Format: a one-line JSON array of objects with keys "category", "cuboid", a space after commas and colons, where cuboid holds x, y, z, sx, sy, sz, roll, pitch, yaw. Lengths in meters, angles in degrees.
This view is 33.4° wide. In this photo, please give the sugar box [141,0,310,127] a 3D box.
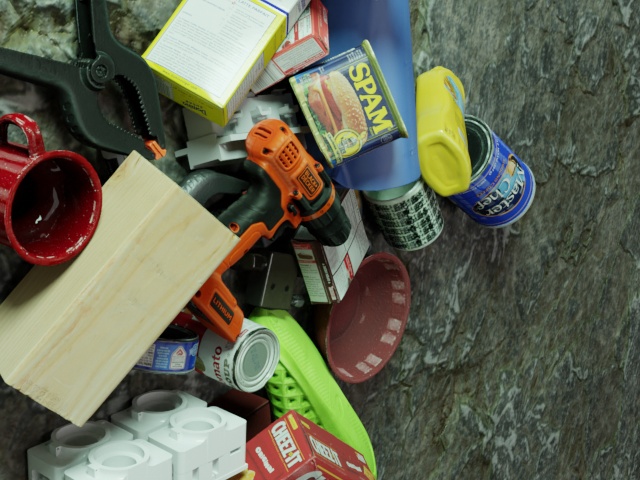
[{"category": "sugar box", "cuboid": [-0.082, -0.200, 0.981, 0.176, 0.093, 0.048, -57, 171, -21]}]

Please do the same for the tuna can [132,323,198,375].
[{"category": "tuna can", "cuboid": [-0.158, 0.099, 1.007, 0.085, 0.086, 0.034, 4, 98, -52]}]

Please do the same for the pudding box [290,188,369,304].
[{"category": "pudding box", "cuboid": [0.013, 0.002, 1.175, 0.113, 0.039, 0.090, -62, 142, -48]}]

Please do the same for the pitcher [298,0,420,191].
[{"category": "pitcher", "cuboid": [0.042, -0.182, 1.127, 0.144, 0.149, 0.243, -7, 109, -15]}]

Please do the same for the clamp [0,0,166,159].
[{"category": "clamp", "cuboid": [-0.192, -0.153, 0.898, 0.209, 0.036, 0.164, 48, 66, -39]}]

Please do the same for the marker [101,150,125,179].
[{"category": "marker", "cuboid": [-0.179, -0.040, 0.982, 0.020, 0.020, 0.121, -38, 131, -37]}]

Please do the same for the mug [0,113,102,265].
[{"category": "mug", "cuboid": [-0.238, -0.045, 0.855, 0.093, 0.082, 0.117, -29, 125, -42]}]

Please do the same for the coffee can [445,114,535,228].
[{"category": "coffee can", "cuboid": [0.204, -0.087, 1.377, 0.140, 0.103, 0.103, 32, 78, -51]}]

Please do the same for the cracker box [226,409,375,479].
[{"category": "cracker box", "cuboid": [-0.061, 0.290, 1.134, 0.214, 0.072, 0.164, -37, 140, 9]}]

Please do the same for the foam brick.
[{"category": "foam brick", "cuboid": [-0.097, 0.204, 1.151, 0.078, 0.053, 0.051, -30, 126, -40]}]

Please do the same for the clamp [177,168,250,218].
[{"category": "clamp", "cuboid": [-0.131, -0.009, 1.007, 0.171, 0.039, 0.120, -20, 125, -39]}]

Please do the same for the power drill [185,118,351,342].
[{"category": "power drill", "cuboid": [-0.057, 0.001, 1.021, 0.187, 0.057, 0.184, -54, 139, -14]}]

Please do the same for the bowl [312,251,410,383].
[{"category": "bowl", "cuboid": [0.040, 0.086, 1.276, 0.161, 0.055, 0.162, -23, 120, -45]}]

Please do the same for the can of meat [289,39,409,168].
[{"category": "can of meat", "cuboid": [0.026, -0.130, 1.031, 0.084, 0.057, 0.102, -24, 101, 3]}]

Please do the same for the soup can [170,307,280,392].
[{"category": "soup can", "cuboid": [-0.099, 0.106, 1.070, 0.068, 0.102, 0.068, -23, 121, -45]}]

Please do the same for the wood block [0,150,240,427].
[{"category": "wood block", "cuboid": [-0.179, 0.040, 0.901, 0.206, 0.091, 0.090, -50, 129, -3]}]

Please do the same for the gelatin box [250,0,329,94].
[{"category": "gelatin box", "cuboid": [-0.034, -0.190, 1.028, 0.030, 0.089, 0.073, 48, 27, -37]}]

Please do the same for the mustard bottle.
[{"category": "mustard bottle", "cuboid": [0.143, -0.146, 1.262, 0.191, 0.058, 0.096, -85, 151, -47]}]
